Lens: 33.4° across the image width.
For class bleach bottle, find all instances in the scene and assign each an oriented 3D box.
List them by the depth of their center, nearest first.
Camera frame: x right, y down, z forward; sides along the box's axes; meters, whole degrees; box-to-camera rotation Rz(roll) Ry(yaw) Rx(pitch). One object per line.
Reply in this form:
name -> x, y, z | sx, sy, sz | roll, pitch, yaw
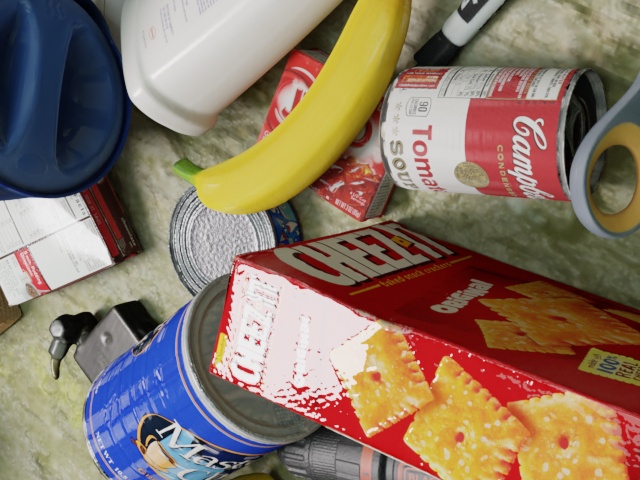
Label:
bleach bottle -> -0.009, -0.165, 0.599 | 0.251, 0.068, 0.102 | -32, 52, 31

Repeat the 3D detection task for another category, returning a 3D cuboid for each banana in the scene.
banana -> -0.012, -0.070, 0.605 | 0.198, 0.037, 0.069 | -38, 78, 28

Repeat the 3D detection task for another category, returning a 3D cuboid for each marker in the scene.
marker -> 0.092, -0.133, 0.575 | 0.121, 0.020, 0.020 | -47, 73, 29

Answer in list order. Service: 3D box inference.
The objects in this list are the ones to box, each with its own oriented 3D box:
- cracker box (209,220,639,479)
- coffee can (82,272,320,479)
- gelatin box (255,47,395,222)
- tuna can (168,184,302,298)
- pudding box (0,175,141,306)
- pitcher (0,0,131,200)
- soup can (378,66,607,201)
cracker box -> 0.081, 0.057, 0.527 | 0.214, 0.163, 0.072 | 21, 107, 28
coffee can -> -0.069, 0.093, 0.650 | 0.141, 0.102, 0.103 | -37, 77, 45
gelatin box -> 0.009, -0.064, 0.633 | 0.089, 0.030, 0.073 | 33, 113, 24
tuna can -> -0.054, 0.001, 0.683 | 0.086, 0.033, 0.086 | 6, 101, 32
pudding box -> -0.193, -0.011, 0.759 | 0.114, 0.039, 0.090 | -21, 96, 29
pitcher -> -0.252, -0.074, 0.691 | 0.243, 0.148, 0.145 | -6, 93, 41
soup can -> 0.090, -0.057, 0.559 | 0.102, 0.068, 0.068 | 6, 101, 32
